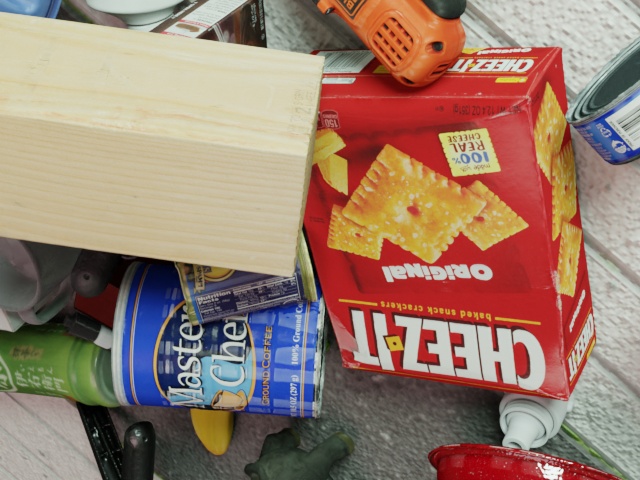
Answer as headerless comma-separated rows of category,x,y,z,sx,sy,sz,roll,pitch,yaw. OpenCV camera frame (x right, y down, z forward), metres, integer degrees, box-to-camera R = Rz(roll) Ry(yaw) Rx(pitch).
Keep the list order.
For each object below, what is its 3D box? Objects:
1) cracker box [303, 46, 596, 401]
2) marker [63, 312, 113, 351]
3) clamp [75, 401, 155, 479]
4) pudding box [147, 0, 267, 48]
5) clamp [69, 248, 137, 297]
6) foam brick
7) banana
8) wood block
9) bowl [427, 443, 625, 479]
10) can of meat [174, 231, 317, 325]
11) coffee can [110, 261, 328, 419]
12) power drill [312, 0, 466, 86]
cracker box,0.073,-0.009,0.659,0.164,0.072,0.213,5,126,30
marker,-0.156,0.089,0.881,0.121,0.020,0.020,27,139,-24
clamp,-0.172,0.233,0.952,0.165,0.036,0.210,22,121,59
pudding box,-0.068,-0.092,0.673,0.039,0.089,0.113,13,128,25
clamp,-0.123,-0.047,0.741,0.039,0.120,0.171,25,95,-8
foam brick,-0.148,0.042,0.851,0.078,0.052,0.051,28,134,10
banana,-0.069,0.117,0.868,0.069,0.037,0.198,41,135,-1
wood block,-0.107,-0.054,0.577,0.206,0.090,0.091,8,134,1
bowl,0.146,0.191,0.727,0.162,0.055,0.162,14,157,6
can of meat,-0.055,0.001,0.705,0.084,0.102,0.057,-14,143,-4
coffee can,-0.067,0.070,0.755,0.140,0.102,0.103,4,128,3
power drill,0.042,-0.198,0.536,0.184,0.057,0.188,50,134,9
